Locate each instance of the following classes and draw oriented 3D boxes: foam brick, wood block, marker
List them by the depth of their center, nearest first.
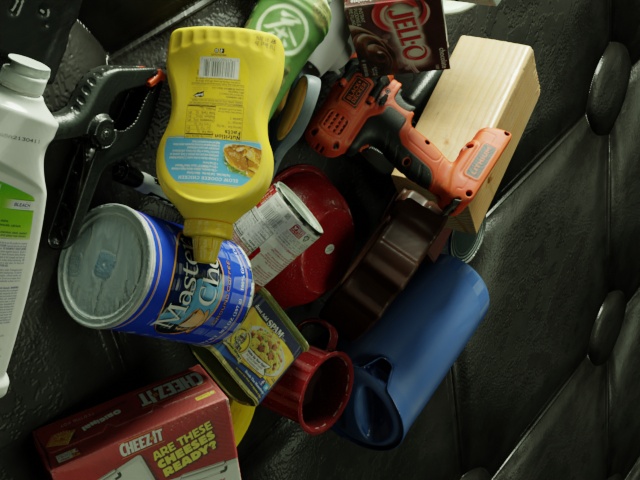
[{"bbox_3d":[-0.142,-0.044,0.948,0.121,0.020,0.020,28,82,-55],"label":"marker"},{"bbox_3d":[0.171,-0.123,1.222,0.206,0.090,0.090,-63,151,-22],"label":"wood block"},{"bbox_3d":[0.115,-0.018,1.282,0.051,0.053,0.078,-60,145,-16],"label":"foam brick"}]

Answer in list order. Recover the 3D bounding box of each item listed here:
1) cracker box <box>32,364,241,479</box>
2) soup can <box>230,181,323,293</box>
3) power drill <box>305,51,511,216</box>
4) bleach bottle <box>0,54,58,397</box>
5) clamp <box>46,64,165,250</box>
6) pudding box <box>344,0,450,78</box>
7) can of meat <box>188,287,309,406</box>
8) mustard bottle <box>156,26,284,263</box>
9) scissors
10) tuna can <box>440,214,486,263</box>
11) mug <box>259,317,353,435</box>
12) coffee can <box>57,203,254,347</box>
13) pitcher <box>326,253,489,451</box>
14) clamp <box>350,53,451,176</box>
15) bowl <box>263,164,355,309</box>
[{"bbox_3d":[-0.156,0.239,0.977,0.164,0.072,0.214,-21,124,-22],"label":"cracker box"},{"bbox_3d":[-0.057,0.001,1.006,0.102,0.068,0.068,-41,144,8],"label":"soup can"},{"bbox_3d":[0.101,-0.128,1.112,0.184,0.187,0.057,-57,179,-18],"label":"power drill"},{"bbox_3d":[-0.237,-0.007,0.754,0.102,0.068,0.251,4,113,-52],"label":"bleach bottle"},{"bbox_3d":[-0.189,-0.090,0.846,0.171,0.039,0.120,-61,149,-26],"label":"clamp"},{"bbox_3d":[0.076,-0.207,1.029,0.113,0.090,0.039,65,24,-61],"label":"pudding box"},{"bbox_3d":[-0.073,0.103,1.062,0.083,0.058,0.102,-49,121,-24],"label":"can of meat"},{"bbox_3d":[-0.085,-0.076,0.880,0.058,0.096,0.191,63,32,-81],"label":"mustard bottle"},{"bbox_3d":[-0.051,-0.085,1.043,0.016,0.096,0.202,16,125,-23],"label":"scissors"},{"bbox_3d":[0.179,-0.013,1.387,0.085,0.034,0.086,-27,126,-45],"label":"tuna can"},{"bbox_3d":[-0.020,0.139,1.143,0.093,0.082,0.117,19,90,-55],"label":"mug"},{"bbox_3d":[-0.138,0.033,0.915,0.140,0.103,0.103,19,89,-55],"label":"coffee can"},{"bbox_3d":[0.097,0.129,1.274,0.242,0.149,0.145,-44,122,-38],"label":"pitcher"},{"bbox_3d":[0.090,-0.116,1.216,0.209,0.036,0.164,-30,128,-48],"label":"clamp"},{"bbox_3d":[-0.012,0.005,1.117,0.161,0.055,0.162,-27,126,-46],"label":"bowl"}]
